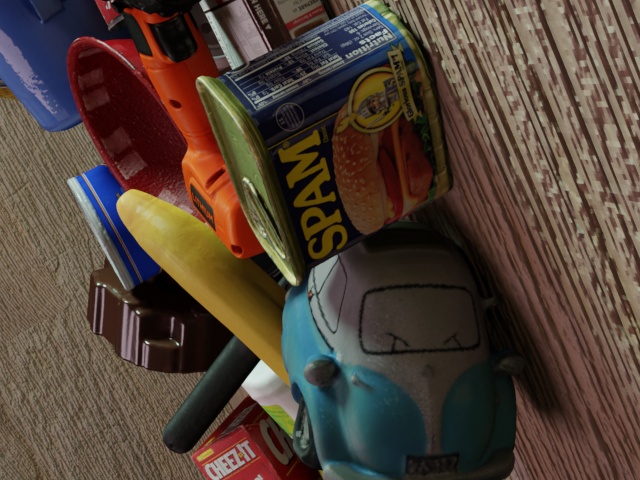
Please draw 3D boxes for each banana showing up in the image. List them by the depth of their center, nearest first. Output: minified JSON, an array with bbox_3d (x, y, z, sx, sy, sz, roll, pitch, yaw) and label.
[{"bbox_3d":[-0.039,0.043,0.615,0.070,0.037,0.197,6,145,50],"label":"banana"}]

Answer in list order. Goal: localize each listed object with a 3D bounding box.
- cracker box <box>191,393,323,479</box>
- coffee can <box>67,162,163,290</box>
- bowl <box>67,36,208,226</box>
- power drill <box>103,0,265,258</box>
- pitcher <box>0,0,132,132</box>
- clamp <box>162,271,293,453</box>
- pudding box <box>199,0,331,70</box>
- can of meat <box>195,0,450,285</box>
[{"bbox_3d":[-0.005,0.238,0.994,0.213,0.072,0.164,55,-159,-2],"label":"cracker box"},{"bbox_3d":[-0.122,-0.036,0.879,0.103,0.140,0.103,57,168,19],"label":"coffee can"},{"bbox_3d":[-0.103,-0.076,0.724,0.162,0.055,0.162,41,152,27],"label":"bowl"},{"bbox_3d":[-0.063,-0.086,0.524,0.187,0.057,0.185,67,172,-30],"label":"power drill"},{"bbox_3d":[-0.225,-0.202,0.772,0.242,0.145,0.149,56,-145,-19],"label":"pitcher"},{"bbox_3d":[-0.029,0.044,0.746,0.036,0.164,0.210,36,128,-3],"label":"clamp"},{"bbox_3d":[-0.034,-0.123,0.551,0.090,0.039,0.114,62,171,-14],"label":"pudding box"},{"bbox_3d":[0.004,-0.042,0.462,0.057,0.084,0.102,50,164,42],"label":"can of meat"}]
